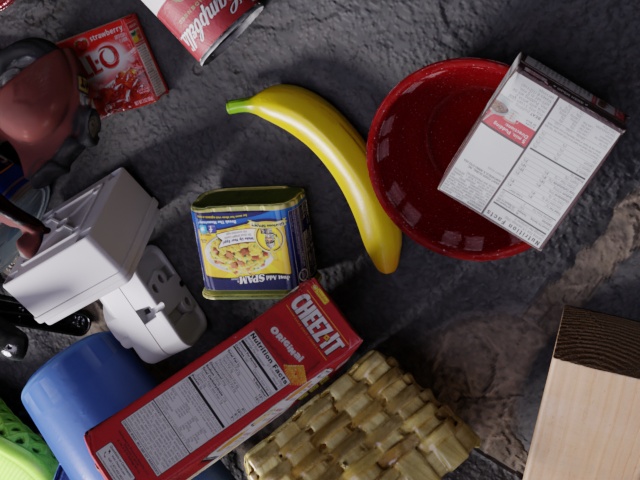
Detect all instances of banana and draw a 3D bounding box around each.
[{"bbox_3d":[0.013,-0.061,0.871,0.198,0.037,0.070,47,131,-6],"label":"banana"}]

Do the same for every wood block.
[{"bbox_3d":[0.219,0.171,0.876,0.090,0.090,0.206,13,117,12],"label":"wood block"}]

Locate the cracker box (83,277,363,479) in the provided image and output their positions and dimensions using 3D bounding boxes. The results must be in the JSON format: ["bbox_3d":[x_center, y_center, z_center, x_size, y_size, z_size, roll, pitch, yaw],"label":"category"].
[{"bbox_3d":[-0.079,0.128,0.857,0.213,0.164,0.072,-34,81,-13],"label":"cracker box"}]

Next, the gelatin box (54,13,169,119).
[{"bbox_3d":[-0.183,-0.142,0.901,0.089,0.030,0.073,-14,108,23],"label":"gelatin box"}]

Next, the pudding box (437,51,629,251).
[{"bbox_3d":[0.149,-0.062,0.757,0.090,0.039,0.114,31,122,2],"label":"pudding box"}]

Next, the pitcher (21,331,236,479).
[{"bbox_3d":[-0.173,0.213,0.977,0.243,0.149,0.145,52,135,10],"label":"pitcher"}]

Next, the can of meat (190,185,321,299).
[{"bbox_3d":[-0.056,0.001,0.910,0.102,0.057,0.084,-2,111,19],"label":"can of meat"}]

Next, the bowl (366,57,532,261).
[{"bbox_3d":[0.119,-0.068,0.819,0.162,0.055,0.162,7,116,15],"label":"bowl"}]

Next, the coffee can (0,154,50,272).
[{"bbox_3d":[-0.329,-0.045,0.954,0.140,0.102,0.103,31,120,3],"label":"coffee can"}]

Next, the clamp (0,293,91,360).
[{"bbox_3d":[-0.320,0.057,0.973,0.210,0.164,0.036,19,94,13],"label":"clamp"}]

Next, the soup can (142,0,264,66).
[{"bbox_3d":[-0.103,-0.196,0.828,0.102,0.068,0.069,46,119,-5],"label":"soup can"}]
